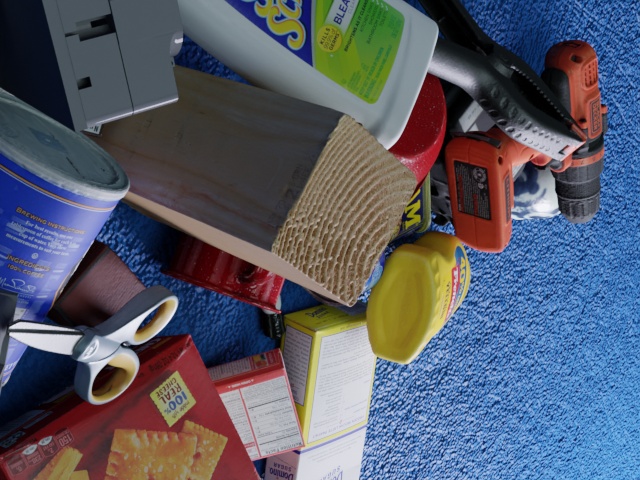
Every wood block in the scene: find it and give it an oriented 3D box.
[{"bbox_3d":[-0.056,-0.044,0.669,0.090,0.206,0.090,35,80,-49],"label":"wood block"}]

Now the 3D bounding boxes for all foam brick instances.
[{"bbox_3d":[-0.161,0.025,0.687,0.053,0.078,0.051,-51,137,-16],"label":"foam brick"}]

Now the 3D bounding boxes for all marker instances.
[{"bbox_3d":[-0.043,0.028,0.858,0.020,0.020,0.121,-30,127,-36],"label":"marker"}]

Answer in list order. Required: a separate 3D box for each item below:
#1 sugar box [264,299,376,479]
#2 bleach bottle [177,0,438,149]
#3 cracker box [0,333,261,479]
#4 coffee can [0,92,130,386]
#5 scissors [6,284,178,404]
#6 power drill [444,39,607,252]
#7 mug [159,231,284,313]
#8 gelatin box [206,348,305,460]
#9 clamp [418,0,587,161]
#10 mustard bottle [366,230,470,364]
[{"bbox_3d":[0.001,0.144,0.938,0.093,0.048,0.176,-11,117,-47],"label":"sugar box"},{"bbox_3d":[-0.052,-0.150,0.643,0.250,0.068,0.102,27,74,-21],"label":"bleach bottle"},{"bbox_3d":[-0.122,0.197,0.748,0.163,0.072,0.213,-31,101,-35],"label":"cracker box"},{"bbox_3d":[-0.187,0.000,0.600,0.102,0.103,0.140,20,108,-49],"label":"coffee can"},{"bbox_3d":[-0.125,0.047,0.622,0.096,0.016,0.202,-51,167,-18],"label":"scissors"},{"bbox_3d":[0.191,-0.065,0.956,0.187,0.057,0.184,-36,127,-36],"label":"power drill"},{"bbox_3d":[-0.055,0.001,0.766,0.093,0.117,0.081,21,86,-22],"label":"mug"},{"bbox_3d":[-0.057,0.136,0.858,0.073,0.030,0.089,-15,124,-3],"label":"gelatin box"},{"bbox_3d":[0.125,-0.130,0.827,0.210,0.036,0.164,41,33,-12],"label":"clamp"},{"bbox_3d":[0.095,0.041,0.951,0.191,0.058,0.096,-25,125,-69],"label":"mustard bottle"}]
